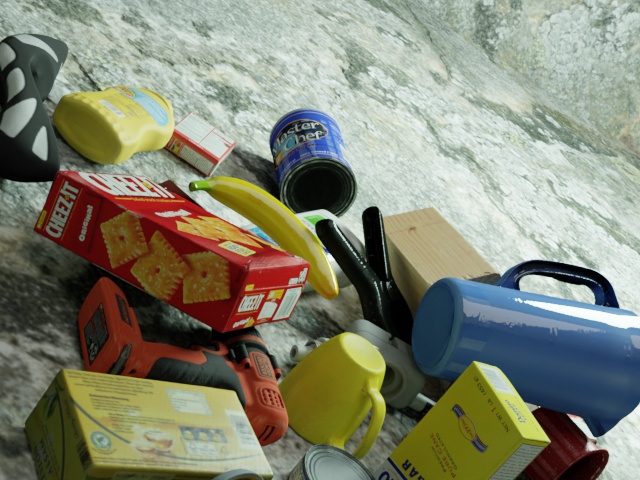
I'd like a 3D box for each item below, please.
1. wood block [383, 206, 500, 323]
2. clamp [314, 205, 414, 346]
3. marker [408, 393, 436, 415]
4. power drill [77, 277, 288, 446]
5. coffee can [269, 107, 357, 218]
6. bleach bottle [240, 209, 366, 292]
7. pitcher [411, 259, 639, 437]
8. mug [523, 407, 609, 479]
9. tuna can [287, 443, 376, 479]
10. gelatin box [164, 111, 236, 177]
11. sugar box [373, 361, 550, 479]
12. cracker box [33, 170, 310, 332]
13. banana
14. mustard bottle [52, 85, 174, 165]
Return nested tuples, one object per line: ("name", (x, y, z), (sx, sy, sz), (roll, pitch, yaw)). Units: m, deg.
("wood block", (0.138, 0.043, 1.301), (0.090, 0.090, 0.206), (-12, 26, -11))
("clamp", (0.069, 0.055, 1.236), (0.210, 0.036, 0.164), (65, 25, -4))
("marker", (0.151, 0.205, 1.202), (0.121, 0.020, 0.020), (31, 25, -14))
("power drill", (-0.124, 0.097, 0.974), (0.187, 0.057, 0.184), (21, 22, -29))
("coffee can", (-0.011, -0.102, 1.433), (0.102, 0.103, 0.140), (26, 27, -24))
("bleach bottle", (-0.048, 0.023, 1.211), (0.103, 0.068, 0.250), (46, 28, 18))
("pitcher", (0.229, 0.106, 1.171), (0.242, 0.145, 0.149), (14, 26, -19))
("mug", (0.271, 0.245, 1.219), (0.117, 0.093, 0.082), (35, 12, -52))
("tuna can", (0.013, 0.226, 0.957), (0.086, 0.034, 0.086), (30, 25, -16))
("gelatin box", (-0.155, -0.124, 1.368), (0.073, 0.030, 0.089), (34, 24, -3))
("sugar box", (0.118, 0.203, 0.966), (0.048, 0.176, 0.093), (19, 29, -40))
("cracker box", (-0.134, 0.006, 1.014), (0.214, 0.072, 0.164), (27, 9, 18))
("banana", (-0.053, -0.012, 1.159), (0.198, 0.037, 0.069), (37, 48, -1))
("mustard bottle", (-0.228, -0.144, 1.268), (0.096, 0.058, 0.191), (36, 24, 9))
